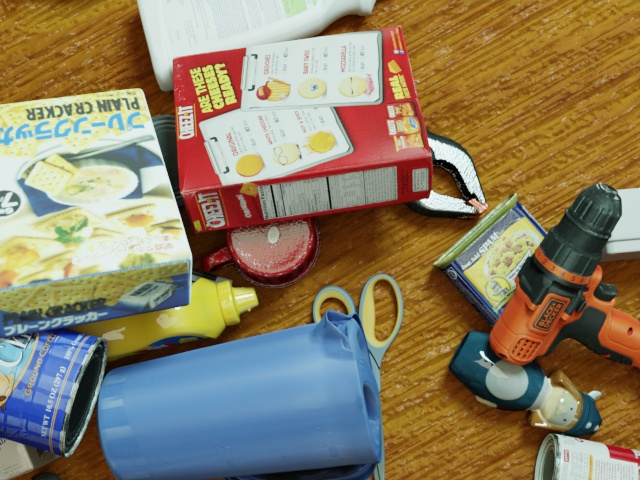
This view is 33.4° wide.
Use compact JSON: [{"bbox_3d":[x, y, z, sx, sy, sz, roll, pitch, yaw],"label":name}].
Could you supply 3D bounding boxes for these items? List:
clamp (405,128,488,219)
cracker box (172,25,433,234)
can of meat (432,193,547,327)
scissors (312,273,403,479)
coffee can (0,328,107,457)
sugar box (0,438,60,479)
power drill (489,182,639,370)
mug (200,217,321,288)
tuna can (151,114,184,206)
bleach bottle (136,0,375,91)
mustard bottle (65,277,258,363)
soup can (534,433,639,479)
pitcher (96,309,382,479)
[{"bbox_3d":[0.081,-0.073,1.022,0.120,0.039,0.171,-43,82,-3],"label":"clamp"},{"bbox_3d":[-0.018,-0.100,0.952,0.213,0.072,0.164,-9,54,0],"label":"cracker box"},{"bbox_3d":[0.172,0.020,1.005,0.102,0.057,0.084,-42,88,-3],"label":"can of meat"},{"bbox_3d":[0.030,0.128,1.017,0.096,0.016,0.202,10,85,3],"label":"scissors"},{"bbox_3d":[-0.260,0.110,0.882,0.140,0.103,0.103,16,85,1],"label":"coffee can"},{"bbox_3d":[-0.300,0.130,0.979,0.048,0.093,0.176,-21,85,0],"label":"sugar box"},{"bbox_3d":[0.265,0.048,0.949,0.187,0.057,0.185,18,119,-17],"label":"power drill"},{"bbox_3d":[-0.057,0.001,0.995,0.117,0.081,0.093,-20,85,-2],"label":"mug"},{"bbox_3d":[-0.145,-0.075,1.026,0.086,0.034,0.086,0,85,0],"label":"tuna can"},{"bbox_3d":[-0.044,-0.222,1.025,0.250,0.068,0.102,-14,85,-3],"label":"bleach bottle"},{"bbox_3d":[-0.152,0.075,0.982,0.191,0.096,0.058,-15,85,-1],"label":"mustard bottle"},{"bbox_3d":[0.255,0.220,0.979,0.102,0.068,0.068,12,85,-1],"label":"soup can"},{"bbox_3d":[-0.066,0.158,0.959,0.243,0.145,0.149,-10,76,8],"label":"pitcher"}]
